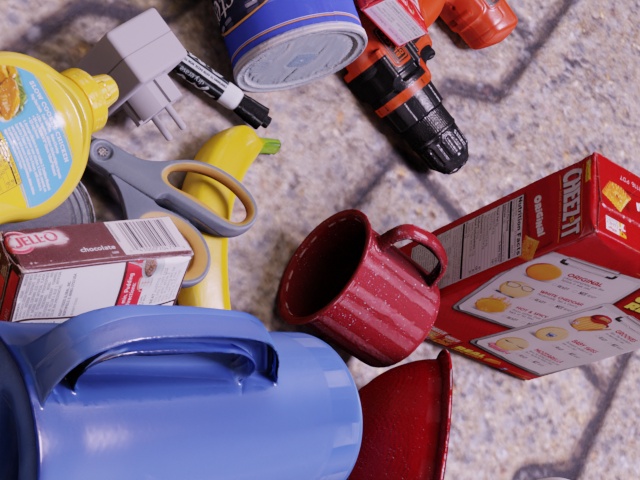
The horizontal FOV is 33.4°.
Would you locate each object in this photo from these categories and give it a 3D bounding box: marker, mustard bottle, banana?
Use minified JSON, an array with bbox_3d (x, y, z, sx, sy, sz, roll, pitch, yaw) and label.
[{"bbox_3d":[-0.086,-0.119,0.773,0.121,0.020,0.020,34,53,-17],"label":"marker"},{"bbox_3d":[-0.186,-0.052,0.592,0.191,0.058,0.096,-37,112,-42],"label":"mustard bottle"},{"bbox_3d":[-0.069,-0.011,0.733,0.069,0.037,0.197,30,55,-25],"label":"banana"}]

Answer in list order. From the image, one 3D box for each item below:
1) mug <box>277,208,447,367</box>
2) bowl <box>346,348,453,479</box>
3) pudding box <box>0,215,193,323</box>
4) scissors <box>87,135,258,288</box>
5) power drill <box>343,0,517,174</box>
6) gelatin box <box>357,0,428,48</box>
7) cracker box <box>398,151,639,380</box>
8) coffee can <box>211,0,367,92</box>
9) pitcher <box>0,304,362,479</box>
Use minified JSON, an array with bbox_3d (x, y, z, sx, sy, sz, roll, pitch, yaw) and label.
[{"bbox_3d":[0.038,0.031,0.751,0.081,0.117,0.093,36,30,-27],"label":"mug"},{"bbox_3d":[0.045,0.147,0.701,0.055,0.162,0.162,10,60,1],"label":"bowl"},{"bbox_3d":[-0.138,0.035,0.620,0.113,0.090,0.039,-5,42,-39],"label":"pudding box"},{"bbox_3d":[-0.139,-0.035,0.680,0.201,0.016,0.096,20,66,-11],"label":"scissors"},{"bbox_3d":[0.097,-0.167,0.920,0.184,0.057,0.187,53,48,-8],"label":"power drill"},{"bbox_3d":[0.049,-0.198,0.821,0.089,0.030,0.073,22,49,-64],"label":"gelatin box"},{"bbox_3d":[0.175,0.029,0.790,0.164,0.214,0.072,24,58,-29],"label":"cracker box"},{"bbox_3d":[-0.034,-0.196,0.798,0.102,0.103,0.140,-9,76,-41],"label":"coffee can"},{"bbox_3d":[-0.086,0.101,0.590,0.242,0.149,0.145,2,91,-45],"label":"pitcher"}]
